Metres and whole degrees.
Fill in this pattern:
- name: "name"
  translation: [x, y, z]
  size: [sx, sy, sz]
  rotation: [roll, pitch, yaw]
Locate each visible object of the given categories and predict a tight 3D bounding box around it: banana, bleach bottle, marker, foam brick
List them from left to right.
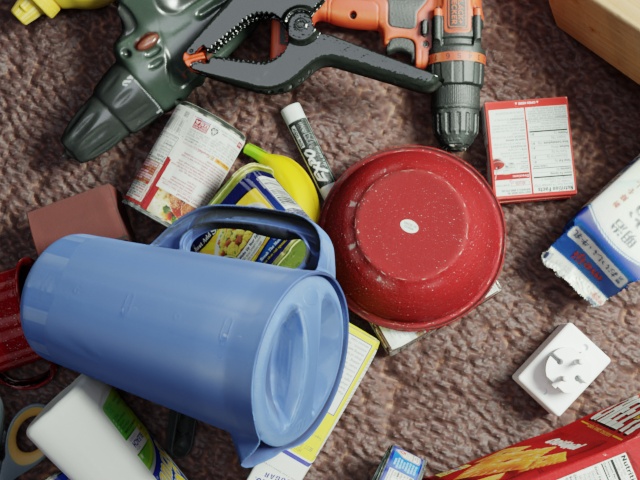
- name: "foam brick"
  translation: [-0.208, -0.010, 0.931]
  size: [0.078, 0.053, 0.051]
  rotation: [-20, 84, -1]
- name: "bleach bottle"
  translation: [-0.133, 0.222, 0.888]
  size: [0.068, 0.102, 0.251]
  rotation: [-41, 96, 3]
- name: "banana"
  translation: [-0.031, 0.010, 0.932]
  size: [0.070, 0.037, 0.198]
  rotation: [-5, 81, 28]
- name: "marker"
  translation: [-0.002, -0.064, 0.944]
  size: [0.020, 0.020, 0.121]
  rotation: [-26, 84, 0]

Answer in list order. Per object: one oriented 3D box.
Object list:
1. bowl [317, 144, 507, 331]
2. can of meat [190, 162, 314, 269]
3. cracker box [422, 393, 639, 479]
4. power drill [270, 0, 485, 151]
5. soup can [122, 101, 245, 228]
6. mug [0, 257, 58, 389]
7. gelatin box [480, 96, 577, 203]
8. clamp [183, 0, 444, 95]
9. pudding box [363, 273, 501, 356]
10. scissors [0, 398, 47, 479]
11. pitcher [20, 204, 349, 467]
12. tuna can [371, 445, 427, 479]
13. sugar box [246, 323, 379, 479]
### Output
- name: "bowl"
  translation: [0.075, -0.008, 0.880]
  size: [0.162, 0.055, 0.162]
  rotation: [-1, 79, 4]
- name: "can of meat"
  translation: [-0.056, 0.001, 0.892]
  size: [0.102, 0.057, 0.084]
  rotation: [-48, 67, 16]
- name: "cracker box"
  translation: [0.188, 0.192, 0.839]
  size: [0.213, 0.164, 0.072]
  rotation: [-22, 86, 0]
- name: "power drill"
  translation: [0.051, -0.170, 0.935]
  size: [0.187, 0.057, 0.184]
  rotation: [1, 84, 1]
- name: "soup can"
  translation: [-0.117, -0.061, 0.924]
  size: [0.068, 0.068, 0.102]
  rotation: [29, 86, 5]
- name: "mug"
  translation: [-0.269, 0.080, 0.915]
  size: [0.081, 0.093, 0.117]
  rotation: [-18, 121, 5]
- name: "gelatin box"
  translation: [0.181, -0.078, 0.932]
  size: [0.073, 0.030, 0.089]
  rotation: [-5, 85, 1]
- name: "clamp"
  translation: [-0.013, -0.188, 0.889]
  size: [0.210, 0.036, 0.164]
  rotation: [-10, 88, 2]
- name: "pudding box"
  translation: [0.085, 0.034, 0.921]
  size: [0.113, 0.039, 0.090]
  rotation: [-30, 81, -3]
- name: "scissors"
  translation: [-0.274, 0.223, 0.927]
  size: [0.096, 0.016, 0.202]
  rotation: [-4, 100, -19]
- name: "pitcher"
  translation: [-0.106, 0.057, 0.823]
  size: [0.243, 0.149, 0.145]
  rotation: [12, 123, 29]
- name: "tuna can"
  translation: [0.055, 0.214, 0.882]
  size: [0.034, 0.086, 0.086]
  rotation: [26, 86, 6]
- name: "sugar box"
  translation: [-0.012, 0.150, 0.887]
  size: [0.048, 0.093, 0.176]
  rotation: [31, 86, 5]
